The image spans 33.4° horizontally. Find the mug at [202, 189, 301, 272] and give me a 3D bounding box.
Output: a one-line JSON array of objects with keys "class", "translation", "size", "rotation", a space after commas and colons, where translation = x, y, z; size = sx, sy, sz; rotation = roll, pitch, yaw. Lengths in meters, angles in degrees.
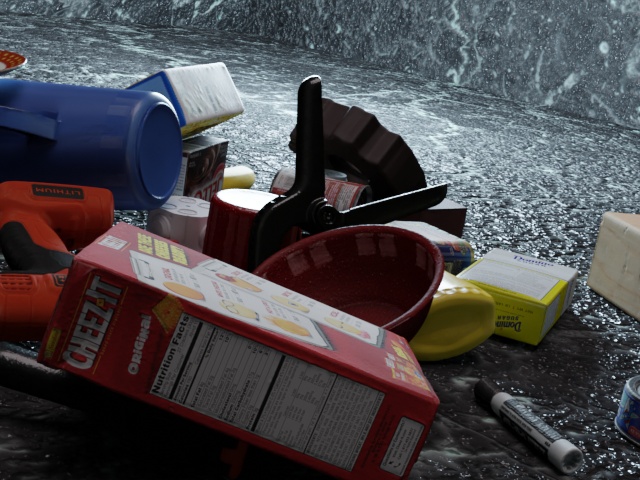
[{"class": "mug", "translation": [-0.056, 0.001, 0.973], "size": [0.093, 0.081, 0.117], "rotation": [21, 19, 36]}]

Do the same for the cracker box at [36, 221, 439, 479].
[{"class": "cracker box", "translation": [-0.046, 0.067, 0.648], "size": [0.213, 0.072, 0.164], "rotation": [22, 6, -4]}]

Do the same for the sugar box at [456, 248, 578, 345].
[{"class": "sugar box", "translation": [0.185, 0.051, 1.023], "size": [0.093, 0.048, 0.176], "rotation": [16, 12, 21]}]

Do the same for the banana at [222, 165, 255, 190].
[{"class": "banana", "translation": [-0.130, -0.070, 1.277], "size": [0.070, 0.037, 0.197], "rotation": [22, 19, 33]}]

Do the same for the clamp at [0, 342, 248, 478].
[{"class": "clamp", "translation": [-0.112, 0.096, 0.669], "size": [0.172, 0.039, 0.120], "rotation": [23, 17, 17]}]

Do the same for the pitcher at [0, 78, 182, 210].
[{"class": "pitcher", "translation": [-0.261, -0.090, 0.991], "size": [0.243, 0.145, 0.149], "rotation": [4, 33, 18]}]

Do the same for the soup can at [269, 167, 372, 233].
[{"class": "soup can", "translation": [-0.002, -0.040, 1.189], "size": [0.102, 0.068, 0.068], "rotation": [14, 15, 17]}]

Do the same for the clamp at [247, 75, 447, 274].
[{"class": "clamp", "translation": [0.011, -0.017, 0.921], "size": [0.164, 0.210, 0.036], "rotation": [31, -17, -13]}]

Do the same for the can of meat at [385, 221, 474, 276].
[{"class": "can of meat", "translation": [0.091, 0.015, 1.073], "size": [0.083, 0.057, 0.102], "rotation": [2, 17, -38]}]

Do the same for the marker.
[{"class": "marker", "translation": [0.143, 0.128, 0.755], "size": [0.020, 0.020, 0.121], "rotation": [3, 16, -24]}]

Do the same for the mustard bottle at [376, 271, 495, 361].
[{"class": "mustard bottle", "translation": [0.067, 0.043, 0.940], "size": [0.096, 0.058, 0.192], "rotation": [-13, 22, -19]}]

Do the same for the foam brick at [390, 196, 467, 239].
[{"class": "foam brick", "translation": [0.122, -0.020, 1.232], "size": [0.078, 0.051, 0.053], "rotation": [-2, 20, -38]}]

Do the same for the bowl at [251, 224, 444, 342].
[{"class": "bowl", "translation": [0.020, 0.053, 0.815], "size": [0.162, 0.055, 0.162], "rotation": [-12, 30, 7]}]

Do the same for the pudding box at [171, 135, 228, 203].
[{"class": "pudding box", "translation": [-0.138, -0.061, 1.136], "size": [0.039, 0.090, 0.113], "rotation": [13, 16, 16]}]

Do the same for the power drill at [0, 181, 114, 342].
[{"class": "power drill", "translation": [-0.177, 0.018, 0.819], "size": [0.184, 0.057, 0.188], "rotation": [5, 24, -26]}]
